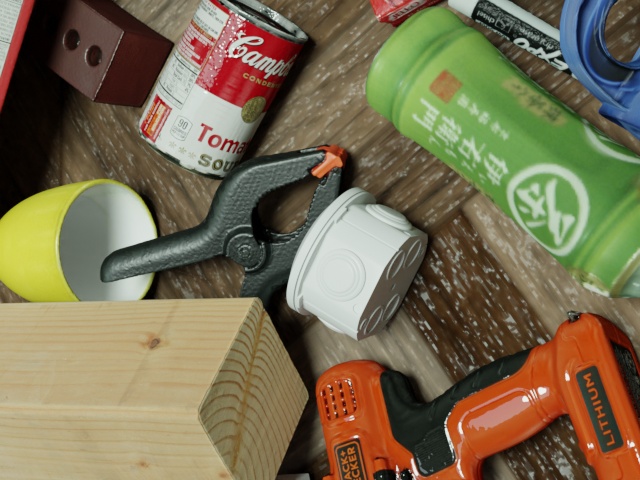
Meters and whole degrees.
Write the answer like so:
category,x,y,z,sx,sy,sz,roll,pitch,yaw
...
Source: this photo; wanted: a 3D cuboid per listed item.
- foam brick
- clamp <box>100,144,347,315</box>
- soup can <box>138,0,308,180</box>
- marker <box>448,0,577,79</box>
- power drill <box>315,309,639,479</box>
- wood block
category,x,y,z,sx,sy,sz,roll,pitch,yaw
foam brick,-0.150,-0.131,0.716,0.078,0.051,0.053,36,108,23
clamp,-0.054,0.001,0.658,0.120,0.039,0.172,32,105,-10
soup can,-0.061,-0.097,0.659,0.069,0.068,0.102,38,108,23
marker,0.124,-0.105,0.574,0.121,0.020,0.020,34,107,14
power drill,0.089,0.131,0.570,0.188,0.057,0.184,-24,66,25
wood block,-0.126,0.096,0.640,0.206,0.090,0.090,-3,130,27
